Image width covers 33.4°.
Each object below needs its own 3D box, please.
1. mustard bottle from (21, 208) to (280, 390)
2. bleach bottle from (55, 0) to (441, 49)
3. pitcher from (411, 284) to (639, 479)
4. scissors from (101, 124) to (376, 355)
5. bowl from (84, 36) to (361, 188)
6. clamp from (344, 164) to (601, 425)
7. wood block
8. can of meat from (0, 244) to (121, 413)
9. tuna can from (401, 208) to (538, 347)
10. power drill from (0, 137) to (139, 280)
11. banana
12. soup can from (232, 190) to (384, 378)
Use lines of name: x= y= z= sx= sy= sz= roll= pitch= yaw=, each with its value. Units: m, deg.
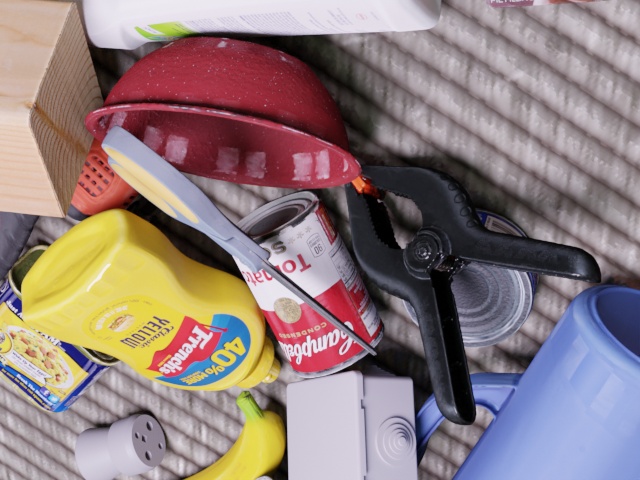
mustard bottle: x=-0.093 y=0.054 z=0.700 sx=0.096 sy=0.058 sz=0.191 roll=-36 pitch=136 yaw=21
bleach bottle: x=-0.065 y=-0.143 z=0.595 sx=0.251 sy=0.102 sz=0.068 roll=-2 pitch=86 yaw=19
pitcher: x=0.146 y=0.145 z=0.672 sx=0.149 sy=0.145 sz=0.243 roll=7 pitch=123 yaw=-27
scissors: x=-0.054 y=0.001 z=0.634 sx=0.201 sy=0.096 sz=0.016 roll=43 pitch=78 yaw=-26
bowl: x=-0.052 y=-0.076 z=0.622 sx=0.162 sy=0.162 sz=0.055 roll=7 pitch=81 yaw=14
clamp: x=0.066 y=0.021 z=0.622 sx=0.172 sy=0.039 sz=0.120 roll=39 pitch=96 yaw=38
wood block: x=-0.241 y=-0.082 z=0.604 sx=0.206 sy=0.090 sz=0.091 roll=7 pitch=147 yaw=6
can of meat: x=-0.197 y=0.068 z=0.777 sx=0.102 sy=0.057 sz=0.084 roll=42 pitch=124 yaw=-7
tuna can: x=0.094 y=0.025 z=0.674 sx=0.086 sy=0.033 sz=0.086 roll=8 pitch=119 yaw=13
power drill: x=-0.234 y=-0.040 z=0.695 sx=0.184 sy=0.057 sz=0.188 roll=43 pitch=99 yaw=2
banana: x=-0.082 y=0.177 z=0.809 sx=0.069 sy=0.037 sz=0.198 roll=37 pitch=123 yaw=-12
soup can: x=-0.010 y=0.028 z=0.689 sx=0.069 sy=0.068 sz=0.102 roll=-18 pitch=110 yaw=25
